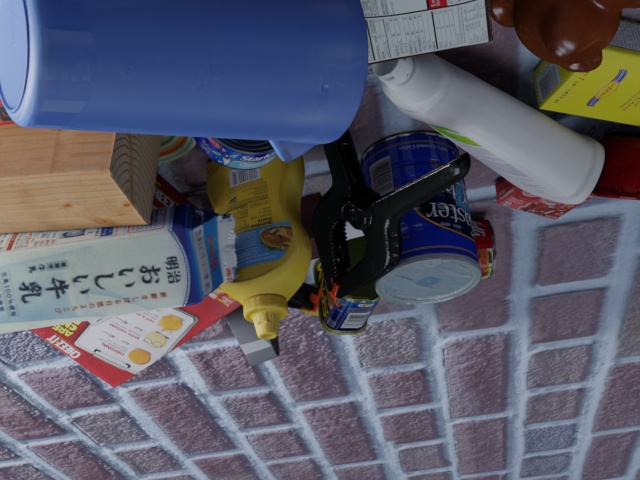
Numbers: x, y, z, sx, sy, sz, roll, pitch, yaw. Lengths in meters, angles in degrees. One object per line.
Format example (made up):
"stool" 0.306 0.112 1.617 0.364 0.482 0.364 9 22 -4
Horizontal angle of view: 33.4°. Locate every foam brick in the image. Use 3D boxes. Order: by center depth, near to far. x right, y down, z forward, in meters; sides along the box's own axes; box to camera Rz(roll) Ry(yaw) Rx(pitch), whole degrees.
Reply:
"foam brick" -0.028 -0.009 1.144 0.078 0.051 0.053 -12 153 13

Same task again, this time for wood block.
"wood block" -0.253 -0.066 0.914 0.206 0.091 0.090 -3 152 13

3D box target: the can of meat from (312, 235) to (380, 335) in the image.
"can of meat" 0.032 0.044 1.206 0.057 0.102 0.084 1 150 -15

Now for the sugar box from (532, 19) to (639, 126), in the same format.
"sugar box" 0.288 -0.144 0.949 0.176 0.048 0.093 8 150 -22

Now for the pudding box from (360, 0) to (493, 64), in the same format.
"pudding box" 0.074 -0.186 0.825 0.113 0.039 0.090 -8 146 8

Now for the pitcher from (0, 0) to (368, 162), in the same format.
"pitcher" -0.096 -0.143 0.749 0.242 0.149 0.145 -3 163 -30

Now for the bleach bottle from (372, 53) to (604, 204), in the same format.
"bleach bottle" 0.144 -0.107 0.946 0.250 0.068 0.103 23 179 -42

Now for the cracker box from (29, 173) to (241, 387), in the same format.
"cracker box" -0.197 0.041 1.100 0.214 0.072 0.164 -33 121 26

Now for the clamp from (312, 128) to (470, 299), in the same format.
"clamp" 0.033 -0.039 0.960 0.036 0.165 0.210 -31 152 -44

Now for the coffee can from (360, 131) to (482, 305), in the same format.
"coffee can" 0.097 -0.021 1.047 0.103 0.140 0.103 -5 153 -3

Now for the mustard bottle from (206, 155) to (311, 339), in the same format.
"mustard bottle" -0.056 0.001 1.004 0.096 0.191 0.058 -15 152 18

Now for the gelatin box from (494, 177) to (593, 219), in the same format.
"gelatin box" 0.241 -0.057 1.127 0.089 0.030 0.073 12 148 -32

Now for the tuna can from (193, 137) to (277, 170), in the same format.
"tuna can" -0.068 -0.104 0.914 0.086 0.086 0.034 5 153 -19

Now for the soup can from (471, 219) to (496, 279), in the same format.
"soup can" 0.139 0.011 1.199 0.102 0.068 0.068 -1 153 -8
